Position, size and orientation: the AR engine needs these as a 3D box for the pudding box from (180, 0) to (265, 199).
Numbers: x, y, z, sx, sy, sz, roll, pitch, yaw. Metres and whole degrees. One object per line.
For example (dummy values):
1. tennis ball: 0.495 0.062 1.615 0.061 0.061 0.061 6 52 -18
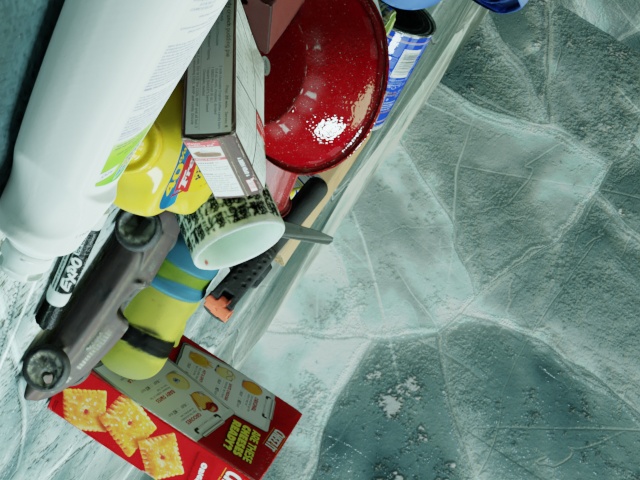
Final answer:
1. pudding box: -0.064 -0.097 0.716 0.090 0.039 0.113 66 19 -65

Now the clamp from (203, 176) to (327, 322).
1. clamp: -0.062 0.017 1.063 0.165 0.036 0.209 -50 -178 20

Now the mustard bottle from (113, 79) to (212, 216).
1. mustard bottle: -0.111 -0.065 0.736 0.191 0.058 0.096 -18 127 -82

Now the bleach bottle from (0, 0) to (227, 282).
1. bleach bottle: -0.120 -0.075 0.573 0.251 0.068 0.102 -57 176 26

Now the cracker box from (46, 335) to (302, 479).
1. cracker box: -0.143 0.174 1.084 0.072 0.214 0.164 -59 175 21

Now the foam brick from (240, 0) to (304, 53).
1. foam brick: -0.043 -0.176 0.739 0.051 0.053 0.078 -56 175 -14

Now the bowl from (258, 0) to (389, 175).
1. bowl: -0.026 -0.132 0.820 0.055 0.162 0.162 -1 130 -49

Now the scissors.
1. scissors: -0.056 0.001 0.981 0.016 0.201 0.096 -17 -124 38

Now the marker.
1. marker: -0.186 0.021 0.793 0.121 0.020 0.020 -60 175 29
